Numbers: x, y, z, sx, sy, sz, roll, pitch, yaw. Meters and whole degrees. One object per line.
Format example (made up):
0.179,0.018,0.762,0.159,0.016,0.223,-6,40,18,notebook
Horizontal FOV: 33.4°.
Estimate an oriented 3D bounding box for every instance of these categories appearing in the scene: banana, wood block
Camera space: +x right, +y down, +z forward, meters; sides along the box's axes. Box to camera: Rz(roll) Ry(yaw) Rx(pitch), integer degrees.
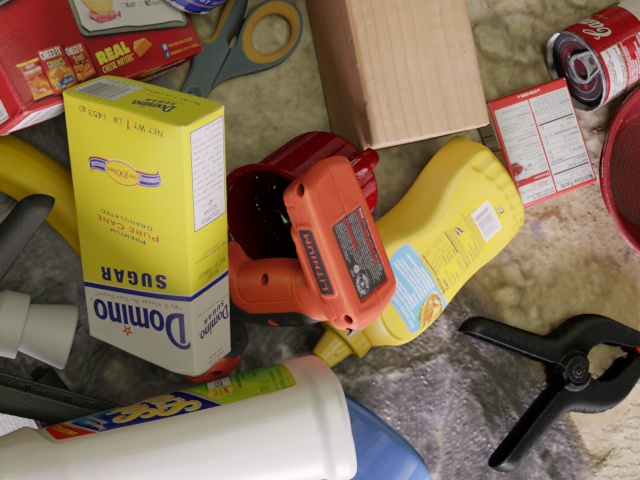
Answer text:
-0.194,-0.035,0.697,0.037,0.069,0.197,-37,129,17,banana
0.045,-0.172,0.772,0.090,0.091,0.206,-12,93,-17,wood block

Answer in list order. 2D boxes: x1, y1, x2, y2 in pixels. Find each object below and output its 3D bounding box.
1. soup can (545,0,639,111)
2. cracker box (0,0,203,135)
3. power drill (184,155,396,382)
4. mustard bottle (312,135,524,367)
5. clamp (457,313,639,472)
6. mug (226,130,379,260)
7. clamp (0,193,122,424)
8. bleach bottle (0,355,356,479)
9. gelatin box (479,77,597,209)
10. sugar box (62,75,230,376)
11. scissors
0.240,-0.154,0.843,0.102,0.069,0.068,-28,97,-16,soup can
-0.191,-0.186,0.678,0.163,0.072,0.213,-33,99,-48,cracker box
-0.055,0.001,0.696,0.057,0.188,0.184,-39,111,-47,power drill
0.065,0.019,0.786,0.191,0.058,0.096,-46,134,-12,mustard bottle
0.186,0.095,0.839,0.171,0.039,0.120,-23,100,-22,clamp
-0.005,-0.031,0.735,0.093,0.117,0.081,52,42,-3,mug
-0.236,0.065,0.664,0.209,0.036,0.164,-12,105,-11,clamp
-0.111,0.130,0.641,0.250,0.103,0.068,-12,98,-9,bleach bottle
0.168,-0.075,0.840,0.073,0.030,0.089,-20,95,-18,gelatin box
-0.105,-0.007,0.657,0.048,0.093,0.176,-35,135,-49,sugar box
-0.072,-0.106,0.773,0.096,0.016,0.202,14,85,-14,scissors
